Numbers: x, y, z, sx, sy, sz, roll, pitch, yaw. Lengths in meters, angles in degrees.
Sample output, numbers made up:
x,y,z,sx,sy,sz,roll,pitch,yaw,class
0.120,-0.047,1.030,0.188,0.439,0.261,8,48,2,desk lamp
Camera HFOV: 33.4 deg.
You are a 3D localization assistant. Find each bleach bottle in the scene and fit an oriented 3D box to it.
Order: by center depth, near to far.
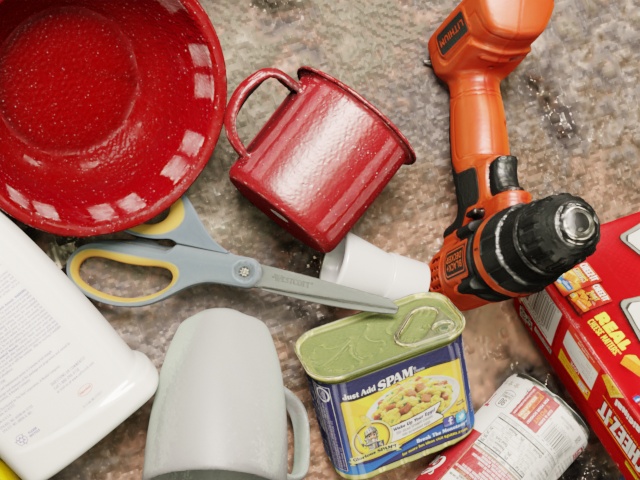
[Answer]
x,y,z,sx,sy,sz,roll,pitch,yaw,class
-0.203,0.012,0.589,0.102,0.068,0.250,-39,108,-12,bleach bottle

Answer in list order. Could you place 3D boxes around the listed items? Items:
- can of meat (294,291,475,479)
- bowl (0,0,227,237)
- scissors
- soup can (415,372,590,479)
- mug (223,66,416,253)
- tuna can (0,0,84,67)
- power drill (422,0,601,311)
x,y,z,sx,sy,sz,roll,pitch,yaw,class
0.043,0.091,0.664,0.102,0.057,0.084,-19,119,-11,can of meat
-0.137,-0.086,0.615,0.161,0.055,0.162,-12,114,-28,bowl
-0.054,0.001,0.657,0.201,0.016,0.096,-2,80,-2,scissors
0.117,0.144,0.690,0.102,0.069,0.068,-45,99,-12,soup can
-0.010,-0.053,0.651,0.117,0.093,0.081,42,83,-28,mug
-0.185,-0.144,0.641,0.086,0.034,0.086,1,88,-15,tuna can
0.110,-0.057,0.647,0.057,0.185,0.187,5,77,-15,power drill
